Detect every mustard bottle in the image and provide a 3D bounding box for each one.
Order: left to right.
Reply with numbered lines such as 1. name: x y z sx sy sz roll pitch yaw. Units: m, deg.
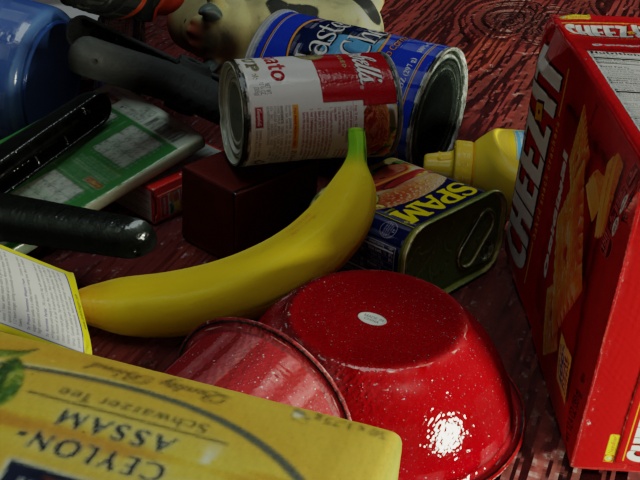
1. mustard bottle: 0.166 -0.043 0.734 0.191 0.058 0.096 6 30 4

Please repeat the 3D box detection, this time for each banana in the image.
1. banana: -0.041 0.012 0.602 0.197 0.037 0.070 -30 59 -10

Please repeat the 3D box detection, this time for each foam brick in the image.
1. foam brick: -0.046 -0.027 0.692 0.051 0.053 0.078 26 35 34

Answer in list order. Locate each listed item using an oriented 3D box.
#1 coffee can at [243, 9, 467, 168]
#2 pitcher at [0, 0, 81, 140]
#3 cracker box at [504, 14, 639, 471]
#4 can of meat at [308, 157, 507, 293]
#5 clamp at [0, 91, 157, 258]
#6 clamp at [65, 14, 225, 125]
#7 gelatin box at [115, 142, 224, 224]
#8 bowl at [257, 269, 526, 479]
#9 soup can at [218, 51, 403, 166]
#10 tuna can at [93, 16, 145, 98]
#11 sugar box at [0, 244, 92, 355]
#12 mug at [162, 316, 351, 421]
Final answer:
1. coffee can: 0.024 -0.107 0.790 0.140 0.103 0.102 18 32 23
2. pitcher: -0.311 -0.146 0.792 0.243 0.145 0.149 13 27 11
3. cracker box: 0.155 -0.009 0.566 0.072 0.164 0.213 4 29 -3
4. can of meat: 0.052 -0.008 0.664 0.084 0.057 0.101 24 35 37
5. clamp: -0.205 -0.019 0.640 0.209 0.036 0.165 -19 41 -17
6. clamp: -0.095 -0.104 0.715 0.171 0.039 0.120 20 19 -10
7. gelatin box: -0.118 -0.050 0.749 0.089 0.030 0.073 26 39 34
8. bowl: 0.027 0.061 0.541 0.162 0.055 0.162 2 29 -1
9. soup can: -0.008 -0.082 0.671 0.102 0.068 0.068 -6 31 -17
10. tuna can: -0.157 -0.134 0.837 0.033 0.086 0.086 2 29 -6
11. sugar box: -0.200 0.022 0.514 0.176 0.048 0.093 24 17 -30
12. mug: -0.054 0.094 0.449 0.117 0.093 0.081 -17 16 39
